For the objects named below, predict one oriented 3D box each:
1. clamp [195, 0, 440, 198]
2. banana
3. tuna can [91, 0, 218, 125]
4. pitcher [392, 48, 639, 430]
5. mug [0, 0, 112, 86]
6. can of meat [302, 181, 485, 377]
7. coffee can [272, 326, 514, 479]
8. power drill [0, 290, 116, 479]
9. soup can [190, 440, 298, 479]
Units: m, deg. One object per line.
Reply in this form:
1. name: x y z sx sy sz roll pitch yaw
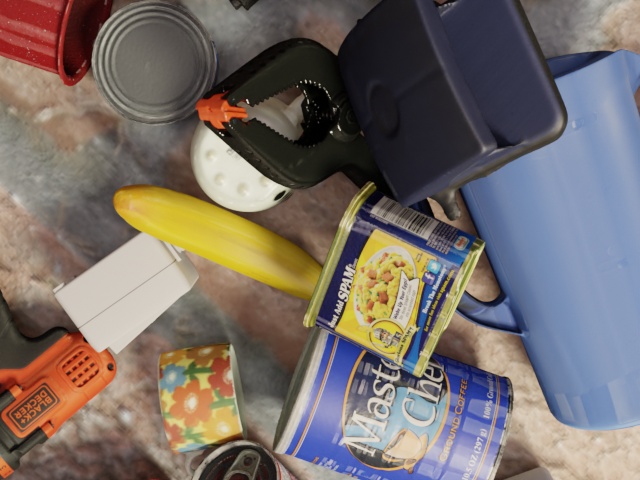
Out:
1. clamp: 0.012 -0.092 0.698 0.209 0.036 0.164 5 92 -43
2. banana: -0.061 0.000 0.727 0.197 0.070 0.037 25 85 -32
3. tuna can: -0.114 -0.124 0.747 0.086 0.034 0.086 0 97 0
4. pitcher: 0.162 0.003 0.719 0.149 0.144 0.243 -12 102 41
5. mug: -0.192 -0.165 0.705 0.081 0.117 0.093 18 65 2
6. can of meat: 0.047 0.026 0.682 0.084 0.057 0.102 26 118 11
7. coffee can: 0.049 0.120 0.742 0.140 0.103 0.103 20 96 -3
8. power drill: -0.264 0.081 0.737 0.184 0.057 0.187 -40 97 -20
9. soup can: -0.039 0.191 0.744 0.068 0.068 0.102 -32 137 3
